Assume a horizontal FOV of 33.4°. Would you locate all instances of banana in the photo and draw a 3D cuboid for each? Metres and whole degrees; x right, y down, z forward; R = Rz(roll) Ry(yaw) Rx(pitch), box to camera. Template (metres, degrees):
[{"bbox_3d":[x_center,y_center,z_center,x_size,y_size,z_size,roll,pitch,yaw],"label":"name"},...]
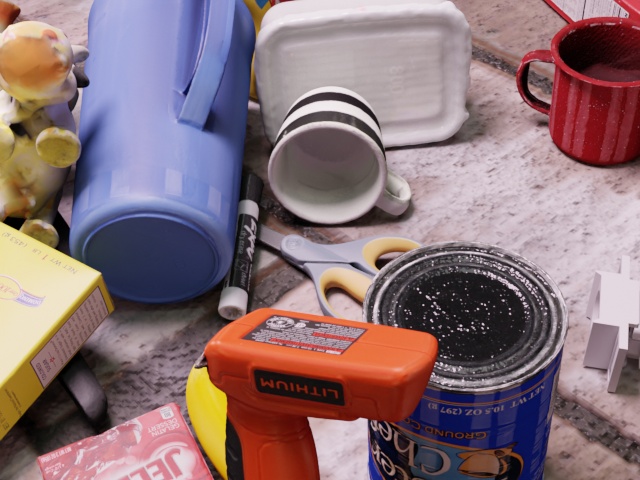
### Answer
[{"bbox_3d":[-0.029,0.123,0.613,0.069,0.037,0.198,-9,42,-32],"label":"banana"}]

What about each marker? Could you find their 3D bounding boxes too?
[{"bbox_3d":[-0.055,0.001,0.752,0.020,0.020,0.121,1,53,6],"label":"marker"}]

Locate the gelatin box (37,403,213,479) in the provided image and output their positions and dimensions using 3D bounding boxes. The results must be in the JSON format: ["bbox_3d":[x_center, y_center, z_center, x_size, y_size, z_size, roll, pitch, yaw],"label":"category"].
[{"bbox_3d":[-0.109,0.142,0.613,0.089,0.030,0.073,-20,46,-16],"label":"gelatin box"}]

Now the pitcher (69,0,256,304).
[{"bbox_3d":[-0.109,-0.084,0.766,0.145,0.149,0.243,-12,48,10],"label":"pitcher"}]

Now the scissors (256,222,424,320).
[{"bbox_3d":[0.002,0.001,0.760,0.096,0.016,0.202,-31,48,-19],"label":"scissors"}]

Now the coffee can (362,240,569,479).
[{"bbox_3d":[0.075,0.085,0.577,0.103,0.140,0.103,-2,43,2],"label":"coffee can"}]

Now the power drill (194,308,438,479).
[{"bbox_3d":[0.013,0.133,0.501,0.185,0.188,0.057,8,17,20],"label":"power drill"}]

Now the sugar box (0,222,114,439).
[{"bbox_3d":[-0.216,0.075,0.640,0.093,0.048,0.176,23,55,22],"label":"sugar box"}]

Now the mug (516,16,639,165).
[{"bbox_3d":[0.208,-0.115,0.821,0.117,0.081,0.093,12,46,16],"label":"mug"}]

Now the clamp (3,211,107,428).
[{"bbox_3d":[-0.202,0.045,0.719,0.164,0.036,0.210,4,47,8],"label":"clamp"}]
